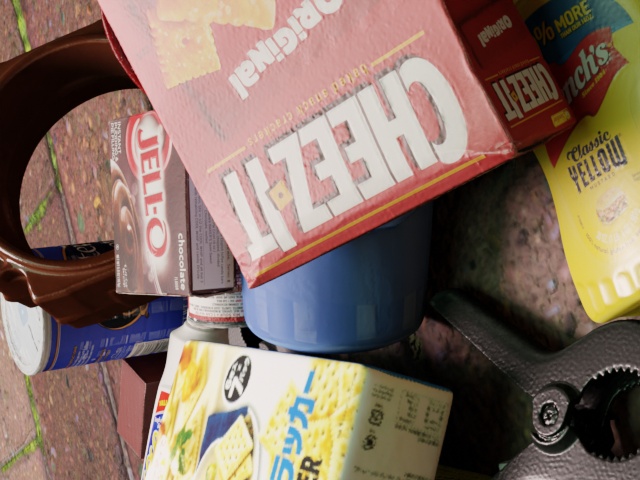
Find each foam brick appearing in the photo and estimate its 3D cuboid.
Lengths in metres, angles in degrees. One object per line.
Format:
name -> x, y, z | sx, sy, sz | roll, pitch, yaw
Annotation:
foam brick -> -0.142, 0.141, 0.927 | 0.051, 0.052, 0.078 | 35, 123, 49

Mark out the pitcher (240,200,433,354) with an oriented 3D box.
pitcher -> 0.012, -0.062, 0.595 | 0.145, 0.149, 0.243 | 4, 106, 17

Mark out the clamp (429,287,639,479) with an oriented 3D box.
clamp -> 0.118, 0.080, 0.520 | 0.210, 0.036, 0.164 | -25, 53, 45

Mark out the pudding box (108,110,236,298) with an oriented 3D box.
pudding box -> -0.091, -0.023, 0.647 | 0.090, 0.039, 0.113 | -1, 93, 53

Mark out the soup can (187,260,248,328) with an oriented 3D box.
soup can -> -0.055, 0.001, 0.693 | 0.069, 0.068, 0.102 | 8, 102, 56

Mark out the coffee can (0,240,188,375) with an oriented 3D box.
coffee can -> -0.183, 0.051, 0.893 | 0.103, 0.140, 0.103 | 15, 108, 55

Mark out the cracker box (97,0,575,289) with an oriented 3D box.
cracker box -> -0.013, -0.105, 0.480 | 0.164, 0.071, 0.214 | -28, 90, 39
